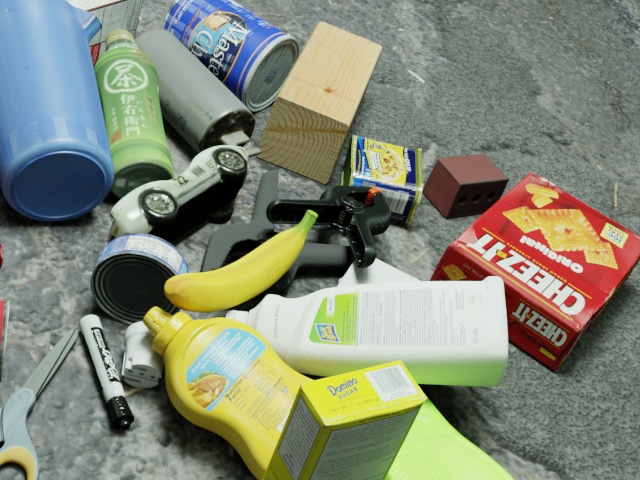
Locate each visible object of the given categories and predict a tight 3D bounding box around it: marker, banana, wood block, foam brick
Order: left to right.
[{"bbox_3d":[-0.185,0.114,0.920,0.020,0.020,0.121,-4,45,-28],"label":"marker"},{"bbox_3d":[-0.077,0.028,0.980,0.037,0.070,0.197,27,36,27],"label":"banana"},{"bbox_3d":[0.002,-0.172,1.291,0.091,0.090,0.206,22,38,0],"label":"wood block"},{"bbox_3d":[0.173,-0.066,1.270,0.078,0.053,0.051,-9,47,-32],"label":"foam brick"}]

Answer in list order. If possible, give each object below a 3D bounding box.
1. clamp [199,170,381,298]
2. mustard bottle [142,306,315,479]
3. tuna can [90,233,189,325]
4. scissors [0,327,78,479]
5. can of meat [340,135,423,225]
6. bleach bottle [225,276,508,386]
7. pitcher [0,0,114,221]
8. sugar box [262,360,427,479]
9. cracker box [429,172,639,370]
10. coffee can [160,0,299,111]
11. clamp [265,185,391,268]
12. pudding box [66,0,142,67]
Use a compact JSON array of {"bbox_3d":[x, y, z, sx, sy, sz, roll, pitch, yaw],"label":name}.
[{"bbox_3d":[-0.057,0.001,1.098,0.209,0.036,0.165,-23,56,-42],"label":"clamp"},{"bbox_3d":[-0.073,0.122,0.903,0.191,0.058,0.096,39,60,7],"label":"mustard bottle"},{"bbox_3d":[-0.163,0.036,0.971,0.086,0.086,0.033,16,37,-6],"label":"tuna can"},{"bbox_3d":[-0.232,0.146,0.865,0.096,0.016,0.201,34,40,14],"label":"scissors"},{"bbox_3d":[0.070,-0.072,1.229,0.084,0.057,0.102,13,38,-6],"label":"can of meat"},{"bbox_3d":[0.040,0.078,0.972,0.251,0.068,0.102,3,49,2],"label":"bleach bottle"},{"bbox_3d":[-0.296,-0.133,1.094,0.144,0.149,0.243,12,40,-35],"label":"pitcher"},{"bbox_3d":[0.007,0.171,0.811,0.093,0.176,0.048,-8,48,-32],"label":"sugar box"},{"bbox_3d":[0.246,0.025,1.180,0.164,0.072,0.213,34,41,18],"label":"cracker box"},{"bbox_3d":[-0.111,-0.237,1.306,0.140,0.103,0.102,35,40,17],"label":"coffee can"},{"bbox_3d":[0.017,-0.028,1.108,0.120,0.039,0.171,29,22,5],"label":"clamp"},{"bbox_3d":[-0.266,-0.252,1.265,0.039,0.090,0.113,37,41,18],"label":"pudding box"}]
